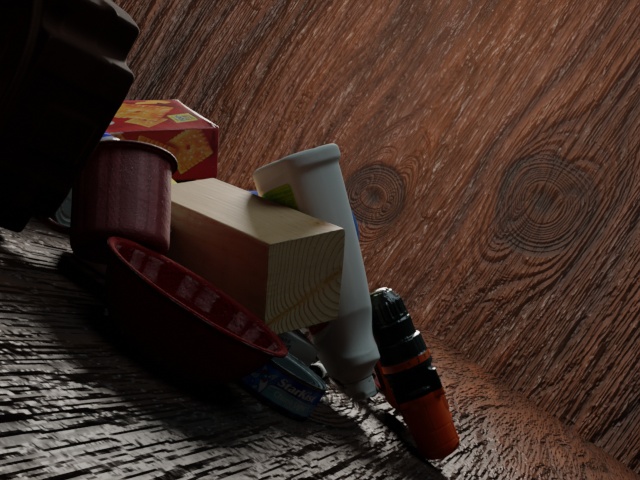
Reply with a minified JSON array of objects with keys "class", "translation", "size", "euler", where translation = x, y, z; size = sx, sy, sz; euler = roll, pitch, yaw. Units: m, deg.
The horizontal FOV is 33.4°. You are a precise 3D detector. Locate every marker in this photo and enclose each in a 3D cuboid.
[{"class":"marker","translation":[0.000,0.138,1.140],"size":[0.020,0.020,0.121],"euler":[34,2,8]}]

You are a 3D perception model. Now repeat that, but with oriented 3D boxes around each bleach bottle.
[{"class":"bleach bottle","translation":[0.009,0.037,1.060],"size":[0.103,0.068,0.251],"euler":[-15,-87,60]}]

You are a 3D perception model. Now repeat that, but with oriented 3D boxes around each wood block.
[{"class":"wood block","translation":[-0.080,0.010,1.022],"size":[0.090,0.090,0.206],"euler":[-11,23,-40]}]

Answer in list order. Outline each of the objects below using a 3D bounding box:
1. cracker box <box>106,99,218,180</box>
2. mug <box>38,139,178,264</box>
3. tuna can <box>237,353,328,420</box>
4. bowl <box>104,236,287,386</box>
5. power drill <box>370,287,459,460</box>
[{"class":"cracker box","translation":[-0.246,-0.120,1.251],"size":[0.213,0.072,0.164],"euler":[-4,20,-25]},{"class":"mug","translation":[-0.177,-0.029,0.887],"size":[0.117,0.081,0.093],"euler":[6,-21,-20]},{"class":"tuna can","translation":[-0.038,0.116,0.911],"size":[0.086,0.034,0.086],"euler":[34,2,-2]},{"class":"bowl","translation":[-0.106,0.063,0.810],"size":[0.162,0.055,0.162],"euler":[33,2,-2]},{"class":"power drill","translation":[0.087,0.133,1.153],"size":[0.187,0.057,0.184],"euler":[-118,-172,-87]}]
